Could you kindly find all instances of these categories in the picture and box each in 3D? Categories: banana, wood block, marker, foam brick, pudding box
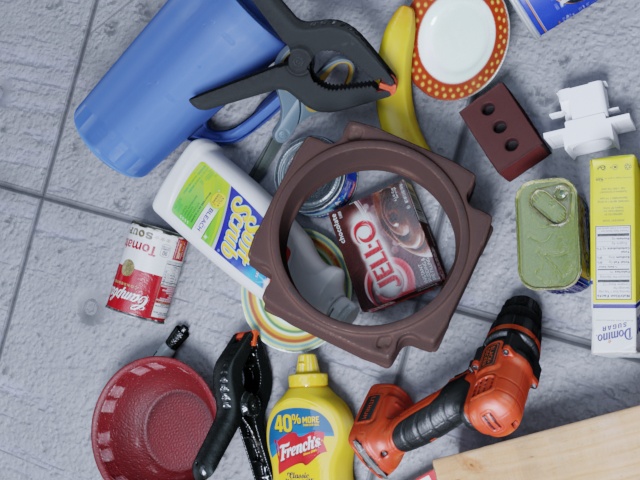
[{"bbox_3d":[0.090,-0.140,1.096,0.070,0.037,0.198,-19,82,18],"label":"banana"},{"bbox_3d":[0.220,0.215,0.963,0.206,0.090,0.090,-20,75,20],"label":"wood block"},{"bbox_3d":[-0.187,0.142,1.193,0.020,0.020,0.121,44,101,23],"label":"marker"},{"bbox_3d":[0.182,-0.106,1.047,0.053,0.051,0.078,-35,70,15],"label":"foam brick"},{"bbox_3d":[0.069,0.007,1.088,0.090,0.039,0.113,-24,74,19],"label":"pudding box"}]

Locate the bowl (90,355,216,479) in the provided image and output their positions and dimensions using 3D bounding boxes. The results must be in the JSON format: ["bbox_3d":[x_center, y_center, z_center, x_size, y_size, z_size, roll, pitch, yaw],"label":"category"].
[{"bbox_3d":[-0.167,0.206,1.155,0.162,0.055,0.162,-4,81,24],"label":"bowl"}]

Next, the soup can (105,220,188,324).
[{"bbox_3d":[-0.191,0.035,1.184,0.069,0.068,0.102,16,89,25],"label":"soup can"}]

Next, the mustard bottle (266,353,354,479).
[{"bbox_3d":[-0.009,0.211,1.083,0.096,0.058,0.191,-9,78,34],"label":"mustard bottle"}]

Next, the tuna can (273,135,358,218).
[{"bbox_3d":[-0.005,-0.068,1.134,0.086,0.033,0.086,-4,81,23],"label":"tuna can"}]

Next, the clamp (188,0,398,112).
[{"bbox_3d":[-0.027,-0.176,1.074,0.210,0.036,0.165,23,116,-1],"label":"clamp"}]

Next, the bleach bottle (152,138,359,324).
[{"bbox_3d":[-0.057,0.001,1.110,0.251,0.068,0.102,37,98,23],"label":"bleach bottle"}]

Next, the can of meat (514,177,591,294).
[{"bbox_3d":[0.220,-0.001,0.997,0.058,0.083,0.102,-5,81,23],"label":"can of meat"}]

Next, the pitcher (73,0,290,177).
[{"bbox_3d":[-0.147,-0.176,1.171,0.243,0.144,0.149,-42,56,17],"label":"pitcher"}]

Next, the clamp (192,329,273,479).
[{"bbox_3d":[-0.088,0.175,1.095,0.039,0.120,0.171,-12,74,27],"label":"clamp"}]

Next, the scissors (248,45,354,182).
[{"bbox_3d":[-0.049,-0.132,1.141,0.202,0.096,0.016,-43,34,11],"label":"scissors"}]

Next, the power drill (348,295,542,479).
[{"bbox_3d":[0.122,0.136,1.000,0.188,0.184,0.057,-34,102,32],"label":"power drill"}]
